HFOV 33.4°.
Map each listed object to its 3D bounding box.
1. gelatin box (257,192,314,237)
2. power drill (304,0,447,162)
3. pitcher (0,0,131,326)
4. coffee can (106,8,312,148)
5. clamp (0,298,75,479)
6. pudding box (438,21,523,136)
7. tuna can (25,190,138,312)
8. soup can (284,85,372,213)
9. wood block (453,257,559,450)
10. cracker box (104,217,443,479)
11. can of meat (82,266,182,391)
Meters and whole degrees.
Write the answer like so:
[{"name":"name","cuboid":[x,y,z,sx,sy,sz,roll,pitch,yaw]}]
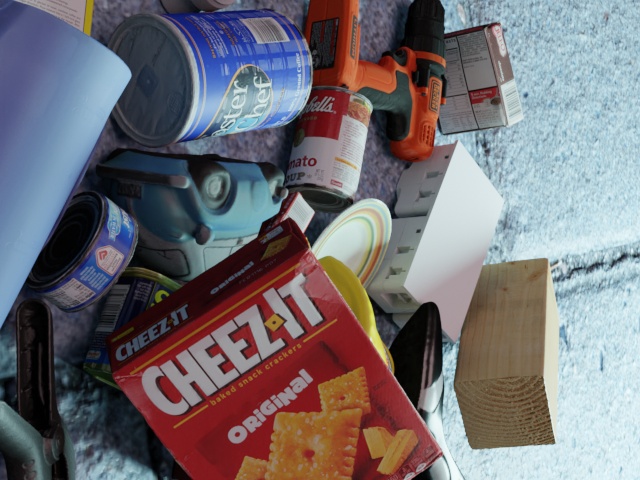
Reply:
[{"name":"gelatin box","cuboid":[-0.056,0.001,0.914,0.030,0.073,0.089,51,52,-32]},{"name":"power drill","cuboid":[0.063,-0.188,1.081,0.187,0.057,0.184,18,73,-47]},{"name":"pitcher","cuboid":[-0.220,-0.025,0.665,0.149,0.145,0.243,26,83,-26]},{"name":"coffee can","cuboid":[-0.089,-0.135,0.866,0.140,0.103,0.103,-17,99,-49]},{"name":"clamp","cuboid":[-0.197,0.129,0.740,0.120,0.039,0.171,-76,166,-49]},{"name":"pudding box","cuboid":[0.165,-0.176,1.172,0.039,0.090,0.113,-28,108,-45]},{"name":"tuna can","cuboid":[-0.174,0.007,0.768,0.033,0.086,0.086,41,57,-37]},{"name":"soup can","cuboid":[0.007,-0.084,0.999,0.068,0.069,0.102,28,67,-44]},{"name":"wood block","cuboid":[0.200,0.115,1.126,0.206,0.090,0.091,-70,148,-55]},{"name":"cracker box","cuboid":[-0.030,0.118,0.785,0.164,0.072,0.213,-34,115,-2]},{"name":"can of meat","cuboid":[-0.129,0.079,0.836,0.102,0.058,0.084,35,64,-41]}]
